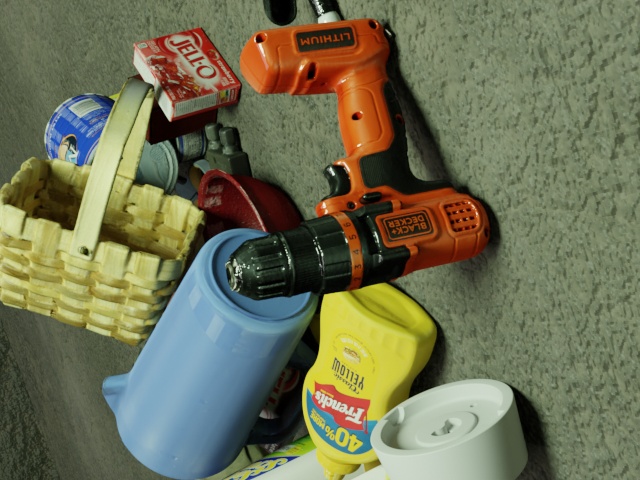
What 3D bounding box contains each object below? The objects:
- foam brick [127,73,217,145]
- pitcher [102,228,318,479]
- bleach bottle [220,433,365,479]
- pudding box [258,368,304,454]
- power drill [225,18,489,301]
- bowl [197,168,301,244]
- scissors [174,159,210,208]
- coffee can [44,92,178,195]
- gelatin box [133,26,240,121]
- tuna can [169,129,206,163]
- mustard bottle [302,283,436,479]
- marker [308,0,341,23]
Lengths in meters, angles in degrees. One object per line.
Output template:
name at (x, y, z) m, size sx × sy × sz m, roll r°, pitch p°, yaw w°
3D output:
foam brick at (-0.149, -0.140, 1.077) m, size 0.053 × 0.078 × 0.051 m, roll 52°, pitch 150°, yaw 29°
pitcher at (-0.082, 0.104, 0.954) m, size 0.145 × 0.148 × 0.243 m, roll 52°, pitch 138°, yaw 19°
bleach bottle at (-0.068, 0.247, 1.001) m, size 0.103 × 0.250 × 0.068 m, roll -13°, pitch 97°, yaw 65°
pudding box at (-0.053, 0.147, 1.075) m, size 0.090 × 0.039 × 0.114 m, roll 35°, pitch 121°, yaw 21°
power drill at (0.006, -0.055, 0.725) m, size 0.057 × 0.184 × 0.188 m, roll 127°, pitch 129°, yaw -61°
bowl at (-0.057, 0.001, 1.022) m, size 0.162 × 0.055 × 0.162 m, roll 44°, pitch 145°, yaw 42°
scissors at (-0.153, -0.071, 1.207) m, size 0.202 × 0.016 × 0.096 m, roll 41°, pitch 145°, yaw 44°
coffee can at (-0.229, -0.093, 1.160) m, size 0.140 × 0.102 × 0.103 m, roll 35°, pitch 139°, yaw 51°
gelatin box at (-0.130, -0.162, 1.026) m, size 0.089 × 0.073 × 0.030 m, roll 56°, pitch 151°, yaw 28°
tuna can at (-0.157, -0.126, 1.156) m, size 0.086 × 0.033 × 0.086 m, roll 45°, pitch 146°, yaw 42°
mustard bottle at (0.031, 0.128, 0.889) m, size 0.096 × 0.058 × 0.192 m, roll 32°, pitch 127°, yaw 27°
marker at (0.017, -0.141, 0.807) m, size 0.121 × 0.020 × 0.020 m, roll 68°, pitch 155°, yaw 4°
